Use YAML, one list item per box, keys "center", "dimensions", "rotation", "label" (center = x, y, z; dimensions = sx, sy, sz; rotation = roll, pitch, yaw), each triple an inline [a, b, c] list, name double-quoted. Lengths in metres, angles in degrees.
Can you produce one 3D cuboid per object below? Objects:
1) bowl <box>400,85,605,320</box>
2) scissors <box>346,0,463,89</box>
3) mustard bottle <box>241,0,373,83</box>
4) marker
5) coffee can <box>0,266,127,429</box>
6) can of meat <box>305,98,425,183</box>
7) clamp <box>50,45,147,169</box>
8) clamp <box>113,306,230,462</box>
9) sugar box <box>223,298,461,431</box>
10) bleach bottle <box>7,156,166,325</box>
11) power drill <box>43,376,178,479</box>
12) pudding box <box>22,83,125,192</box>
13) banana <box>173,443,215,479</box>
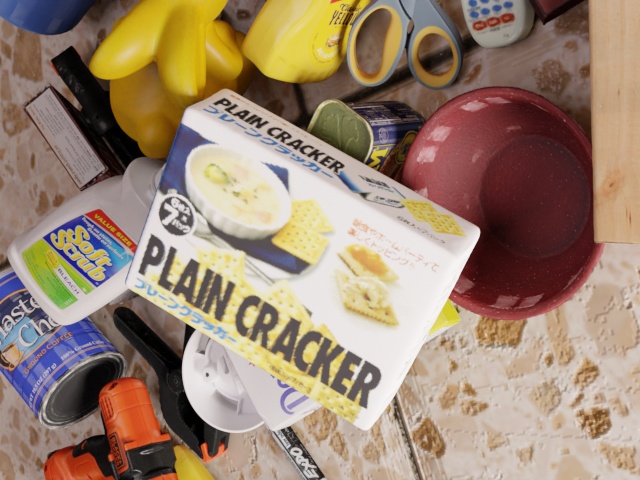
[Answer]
- center: [0.137, -0.028, 0.750]
  dimensions: [0.162, 0.055, 0.162]
  rotation: [8, 102, 38]
  label: "bowl"
- center: [0.079, -0.185, 0.750]
  dimensions: [0.096, 0.016, 0.202]
  rotation: [25, 131, -2]
  label: "scissors"
- center: [0.019, -0.207, 0.788]
  dimensions: [0.058, 0.096, 0.192]
  rotation: [47, 123, 23]
  label: "mustard bottle"
- center: [-0.013, 0.197, 0.933]
  dimensions: [0.121, 0.020, 0.020]
  rotation: [52, 125, 20]
  label: "marker"
- center: [-0.278, 0.105, 1.077]
  dimensions: [0.140, 0.102, 0.103]
  rotation: [43, 122, 25]
  label: "coffee can"
- center: [0.027, -0.058, 0.815]
  dimensions: [0.057, 0.083, 0.102]
  rotation: [41, 120, 26]
  label: "can of meat"
- center: [-0.199, -0.118, 0.971]
  dimensions: [0.036, 0.164, 0.210]
  rotation: [-35, 61, -6]
  label: "clamp"
- center: [-0.119, 0.118, 0.993]
  dimensions: [0.120, 0.039, 0.171]
  rotation: [-32, 85, 38]
  label: "clamp"
- center: [0.012, 0.069, 0.844]
  dimensions: [0.176, 0.048, 0.093]
  rotation: [-34, 76, 17]
  label: "sugar box"
- center: [-0.181, -0.011, 0.916]
  dimensions: [0.102, 0.068, 0.251]
  rotation: [55, 138, -1]
  label: "bleach bottle"
- center: [-0.198, 0.245, 1.044]
  dimensions: [0.188, 0.057, 0.184]
  rotation: [-37, 65, 44]
  label: "power drill"
- center: [-0.223, -0.082, 1.007]
  dimensions: [0.039, 0.090, 0.113]
  rotation: [-39, 70, -2]
  label: "pudding box"
- center: [-0.072, 0.253, 0.983]
  dimensions: [0.198, 0.037, 0.069]
  rotation: [17, 89, 34]
  label: "banana"
